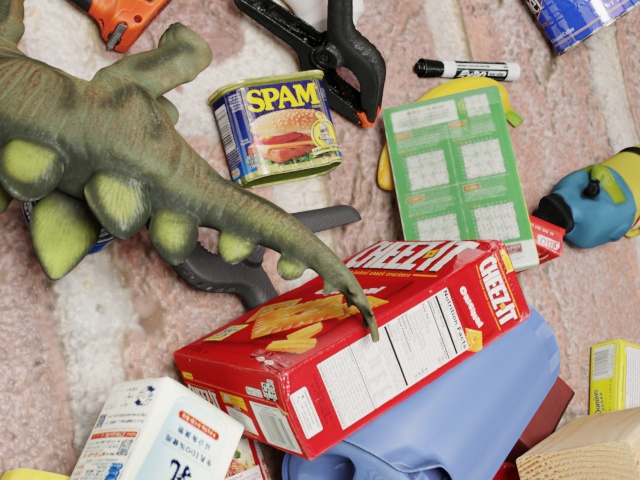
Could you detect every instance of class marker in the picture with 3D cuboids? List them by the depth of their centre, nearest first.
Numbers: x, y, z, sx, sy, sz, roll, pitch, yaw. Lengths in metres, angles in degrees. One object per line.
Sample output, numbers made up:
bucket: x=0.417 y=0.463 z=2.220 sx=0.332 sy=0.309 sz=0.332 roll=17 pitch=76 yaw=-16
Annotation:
marker: x=0.145 y=-0.169 z=1.058 sx=0.120 sy=0.020 sz=0.020 roll=-3 pitch=76 yaw=-28

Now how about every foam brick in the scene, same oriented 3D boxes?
foam brick: x=0.181 y=0.153 z=0.960 sx=0.051 sy=0.053 sz=0.078 roll=42 pitch=59 yaw=-11

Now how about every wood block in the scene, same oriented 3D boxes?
wood block: x=0.236 y=0.197 z=0.871 sx=0.205 sy=0.090 sz=0.091 roll=2 pitch=74 yaw=-65

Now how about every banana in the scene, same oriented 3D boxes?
banana: x=0.120 y=-0.113 z=1.018 sx=0.197 sy=0.037 sz=0.069 roll=-27 pitch=88 yaw=-31

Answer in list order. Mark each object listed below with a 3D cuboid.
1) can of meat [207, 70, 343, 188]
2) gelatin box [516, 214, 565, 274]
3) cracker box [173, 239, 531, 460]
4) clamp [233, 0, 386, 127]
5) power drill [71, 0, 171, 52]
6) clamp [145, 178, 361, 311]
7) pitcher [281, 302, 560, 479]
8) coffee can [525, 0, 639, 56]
can of meat: x=-0.037 y=-0.094 z=0.919 sx=0.101 sy=0.058 sz=0.084 roll=-12 pitch=84 yaw=-29
gelatin box: x=0.167 y=0.002 z=0.977 sx=0.073 sy=0.089 sz=0.030 roll=22 pitch=66 yaw=-21
cracker box: x=0.021 y=0.069 z=0.797 sx=0.213 sy=0.164 sz=0.072 roll=-29 pitch=105 yaw=-28
clamp: x=-0.002 y=-0.173 z=0.944 sx=0.039 sy=0.120 sz=0.171 roll=-55 pitch=134 yaw=-38
power drill: x=-0.196 y=-0.263 z=0.888 sx=0.187 sy=0.057 sz=0.184 roll=38 pitch=65 yaw=-10
clamp: x=-0.056 y=0.001 z=0.877 sx=0.209 sy=0.036 sz=0.164 roll=36 pitch=60 yaw=-26
pitcher: x=0.084 y=0.143 z=0.840 sx=0.242 sy=0.149 sz=0.145 roll=-39 pitch=139 yaw=-43
coffee can: x=0.254 y=-0.277 z=1.099 sx=0.102 sy=0.103 sz=0.140 roll=-34 pitch=92 yaw=-31
